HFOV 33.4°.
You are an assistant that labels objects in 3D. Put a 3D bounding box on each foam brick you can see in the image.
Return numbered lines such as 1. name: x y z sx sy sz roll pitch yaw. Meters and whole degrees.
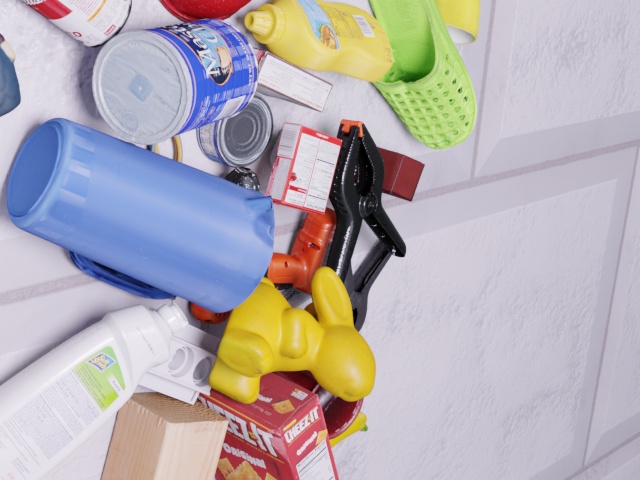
1. foam brick: 0.080 -0.086 1.334 0.052 0.078 0.051 16 93 -52

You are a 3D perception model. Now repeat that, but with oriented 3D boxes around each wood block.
1. wood block: -0.185 0.281 1.186 0.090 0.091 0.206 7 101 -48

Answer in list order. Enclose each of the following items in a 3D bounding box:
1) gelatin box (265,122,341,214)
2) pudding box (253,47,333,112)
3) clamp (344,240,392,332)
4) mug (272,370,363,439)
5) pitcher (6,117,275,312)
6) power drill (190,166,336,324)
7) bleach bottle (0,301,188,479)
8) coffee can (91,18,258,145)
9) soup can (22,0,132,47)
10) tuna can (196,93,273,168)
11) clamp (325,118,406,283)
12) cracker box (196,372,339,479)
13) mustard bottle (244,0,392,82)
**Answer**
1. gelatin box: -0.018 -0.077 1.167 0.073 0.030 0.089 13 92 -50
2. pudding box: -0.056 -0.176 1.135 0.113 0.090 0.039 14 96 -49
3. clamp: 0.045 0.067 1.391 0.120 0.039 0.171 -7 117 -42
4. mug: -0.008 0.170 1.275 0.093 0.082 0.117 -16 118 -37
5. pitcher: -0.178 -0.019 1.032 0.242 0.145 0.149 24 89 -38
6. power drill: -0.058 0.002 1.224 0.187 0.057 0.184 -4 119 -45
7. bleach bottle: -0.236 0.149 1.045 0.250 0.068 0.102 -36 118 -15
8. coffee can: -0.135 -0.154 1.014 0.140 0.103 0.103 -34 132 -62
9. soup can: -0.225 -0.225 0.945 0.102 0.069 0.068 35 80 -50
10. tuna can: -0.092 -0.123 1.161 0.085 0.034 0.086 -22 121 -41
11. clamp: 0.039 -0.035 1.240 0.164 0.036 0.210 -40 130 -42
12. cracker box: -0.064 0.249 1.251 0.072 0.164 0.214 -39 132 -33
13. mustard bottle: -0.008 -0.226 1.167 0.191 0.096 0.058 0 146 -47
